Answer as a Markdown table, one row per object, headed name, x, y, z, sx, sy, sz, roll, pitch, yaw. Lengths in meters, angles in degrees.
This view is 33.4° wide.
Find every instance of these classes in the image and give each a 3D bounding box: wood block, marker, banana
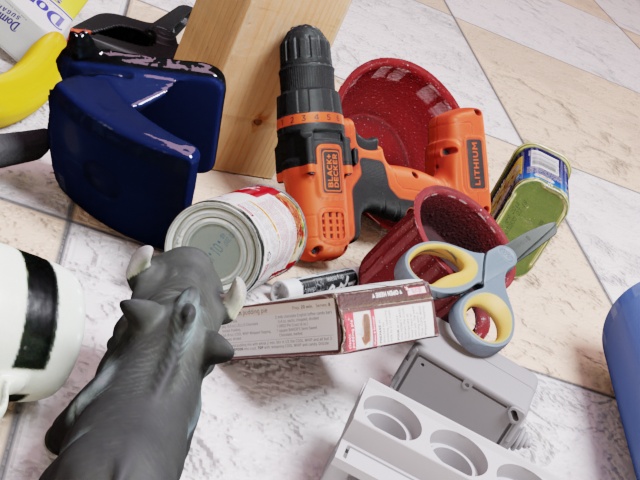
| name | x | y | z | sx | sy | sz | roll | pitch | yaw |
| --- | --- | --- | --- | --- | --- | --- | --- | --- | --- |
| wood block | -0.053 | -0.165 | 0.881 | 0.090 | 0.206 | 0.090 | 7 | 32 | -33 |
| marker | 0.010 | 0.031 | 0.792 | 0.020 | 0.020 | 0.120 | 41 | 30 | 28 |
| banana | -0.241 | -0.120 | 0.798 | 0.037 | 0.069 | 0.197 | -10 | 9 | 24 |

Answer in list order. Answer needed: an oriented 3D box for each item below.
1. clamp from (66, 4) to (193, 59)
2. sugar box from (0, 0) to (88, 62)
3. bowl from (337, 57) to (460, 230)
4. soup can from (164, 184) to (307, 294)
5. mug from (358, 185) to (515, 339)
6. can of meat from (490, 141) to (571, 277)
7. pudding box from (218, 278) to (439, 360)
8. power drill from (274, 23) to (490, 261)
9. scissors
| name | x | y | z | sx | sy | sz | roll | pitch | yaw |
| --- | --- | --- | --- | --- | --- | --- | --- | --- | --- |
| clamp | -0.158 | -0.189 | 1.024 | 0.209 | 0.036 | 0.165 | -1 | 38 | -43 |
| sugar box | -0.261 | -0.223 | 0.954 | 0.093 | 0.048 | 0.176 | 42 | 19 | -20 |
| bowl | 0.061 | -0.076 | 0.941 | 0.161 | 0.055 | 0.162 | 9 | 73 | -33 |
| soup can | -0.055 | 0.001 | 0.712 | 0.068 | 0.068 | 0.102 | 31 | 15 | 9 |
| mug | 0.086 | 0.030 | 0.779 | 0.093 | 0.082 | 0.117 | 2 | 54 | -41 |
| can of meat | 0.183 | -0.026 | 0.962 | 0.057 | 0.102 | 0.084 | 26 | 28 | -1 |
| pudding box | 0.001 | 0.051 | 0.659 | 0.089 | 0.114 | 0.039 | -6 | 85 | -46 |
| power drill | 0.048 | -0.075 | 0.858 | 0.187 | 0.184 | 0.057 | 0 | -5 | -33 |
| scissors | 0.130 | 0.030 | 0.734 | 0.201 | 0.016 | 0.096 | -5 | 55 | -43 |
